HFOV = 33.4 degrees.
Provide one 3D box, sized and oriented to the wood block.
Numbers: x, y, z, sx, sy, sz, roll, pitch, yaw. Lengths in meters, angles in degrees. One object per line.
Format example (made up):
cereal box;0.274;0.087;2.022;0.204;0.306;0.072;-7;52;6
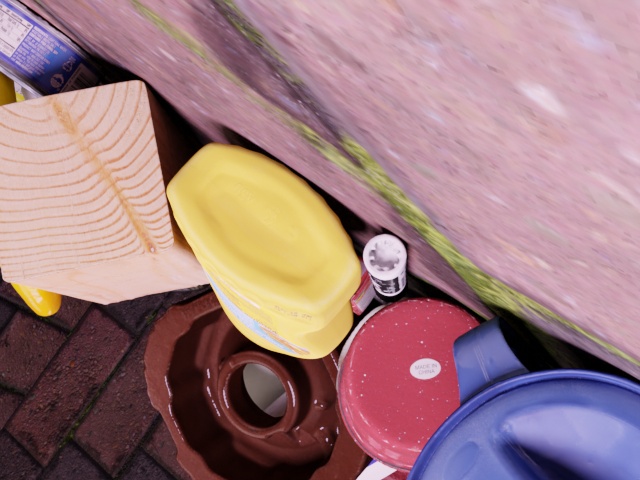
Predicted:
wood block;-0.119;-0.019;0.631;0.206;0.090;0.091;77;-179;-83

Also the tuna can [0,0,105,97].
tuna can;-0.167;-0.107;0.609;0.086;0.034;0.086;35;176;3

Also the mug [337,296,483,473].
mug;0.060;0.085;0.564;0.117;0.093;0.081;55;175;13

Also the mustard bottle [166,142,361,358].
mustard bottle;-0.025;0.019;0.563;0.096;0.058;0.191;38;167;10

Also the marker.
marker;0.033;0.015;0.519;0.020;0.020;0.121;34;176;9
